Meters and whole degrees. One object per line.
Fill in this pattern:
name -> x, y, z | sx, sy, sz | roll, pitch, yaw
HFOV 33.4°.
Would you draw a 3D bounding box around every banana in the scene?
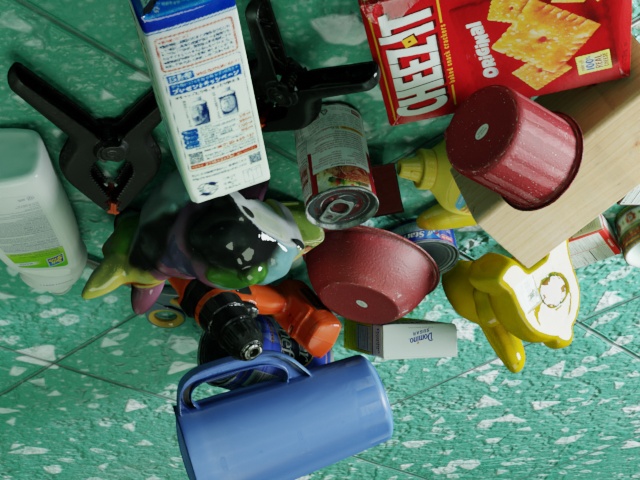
banana -> 0.206, -0.032, 1.167 | 0.197, 0.037, 0.070 | -1, 147, -11

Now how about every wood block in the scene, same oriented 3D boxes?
wood block -> 0.234, -0.083, 0.982 | 0.206, 0.091, 0.090 | -40, 126, 19

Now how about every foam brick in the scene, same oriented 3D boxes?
foam brick -> 0.037, -0.045, 1.068 | 0.078, 0.051, 0.053 | -11, -177, -9

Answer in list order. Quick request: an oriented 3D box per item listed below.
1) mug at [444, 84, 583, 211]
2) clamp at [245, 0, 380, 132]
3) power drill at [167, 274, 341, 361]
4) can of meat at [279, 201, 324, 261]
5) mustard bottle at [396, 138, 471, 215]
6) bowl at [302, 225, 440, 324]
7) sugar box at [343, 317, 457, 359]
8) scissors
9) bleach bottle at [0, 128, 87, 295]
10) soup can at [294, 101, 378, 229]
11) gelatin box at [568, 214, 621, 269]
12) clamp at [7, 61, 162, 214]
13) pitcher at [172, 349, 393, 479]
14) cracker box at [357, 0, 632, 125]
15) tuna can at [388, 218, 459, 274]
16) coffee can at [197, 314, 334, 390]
mug -> 0.154, -0.083, 0.912 | 0.081, 0.093, 0.117 | 22, 179, -37
clamp -> -0.019, -0.133, 0.913 | 0.120, 0.039, 0.172 | 31, 157, 1
power drill -> -0.067, 0.079, 1.171 | 0.187, 0.185, 0.057 | 19, 110, -44
can of meat -> -0.057, 0.001, 1.122 | 0.084, 0.057, 0.101 | -35, 164, 31
mustard bottle -> 0.170, -0.068, 1.078 | 0.191, 0.058, 0.096 | 2, 133, -15
bowl -> 0.050, 0.048, 1.193 | 0.162, 0.055, 0.162 | 12, 150, 7
sugar box -> 0.094, 0.117, 1.300 | 0.093, 0.048, 0.176 | -1, 176, -14
scissors -> -0.214, 0.065, 1.248 | 0.201, 0.016, 0.096 | 18, 140, -35
bleach bottle -> -0.296, -0.013, 1.063 | 0.102, 0.068, 0.251 | -5, 151, -2
soup can -> 0.014, -0.070, 1.000 | 0.068, 0.102, 0.068 | -6, 148, -4
gelatin box -> 0.298, 0.003, 1.251 | 0.089, 0.030, 0.073 | -21, 147, 24
clamp -> -0.202, -0.095, 0.973 | 0.164, 0.036, 0.210 | 0, 146, -18
pitcher -> -0.046, 0.209, 1.241 | 0.242, 0.145, 0.149 | -18, 151, -11
cracker box -> 0.145, -0.184, 0.878 | 0.214, 0.072, 0.164 | -12, 148, 7
tuna can -> 0.113, 0.010, 1.217 | 0.086, 0.034, 0.086 | -6, 148, -4
coffee can -> -0.068, 0.147, 1.329 | 0.140, 0.103, 0.103 | 22, 137, -39
